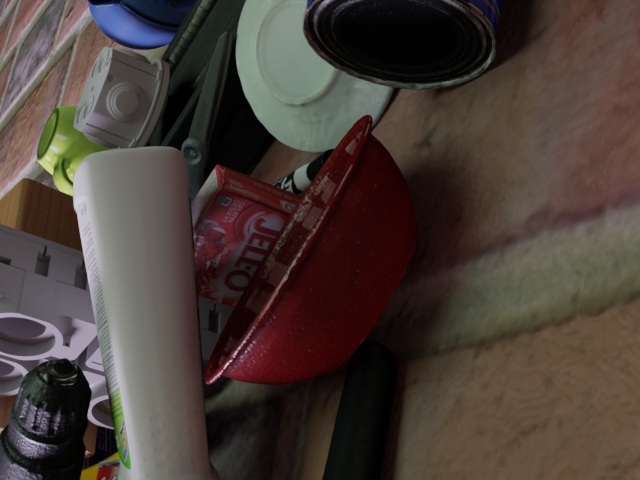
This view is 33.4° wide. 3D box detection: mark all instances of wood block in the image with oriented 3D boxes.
[{"bbox_3d":[-0.223,0.069,0.820,0.091,0.090,0.206,-33,46,40],"label":"wood block"}]

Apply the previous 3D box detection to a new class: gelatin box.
[{"bbox_3d":[-0.054,0.001,0.690,0.089,0.073,0.030,-52,31,30],"label":"gelatin box"}]

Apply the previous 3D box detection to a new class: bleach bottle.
[{"bbox_3d":[-0.094,0.079,0.607,0.103,0.068,0.251,131,132,-71],"label":"bleach bottle"}]

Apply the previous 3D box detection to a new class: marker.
[{"bbox_3d":[-0.020,-0.035,0.711,0.121,0.020,0.020,-26,49,54],"label":"marker"}]

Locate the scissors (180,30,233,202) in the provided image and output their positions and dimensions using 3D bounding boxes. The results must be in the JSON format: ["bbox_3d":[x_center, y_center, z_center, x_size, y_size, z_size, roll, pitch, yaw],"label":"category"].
[{"bbox_3d":[-0.108,-0.062,0.771,0.016,0.096,0.202,-58,-24,-56],"label":"scissors"}]

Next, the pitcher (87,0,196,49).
[{"bbox_3d":[-0.138,-0.246,0.971,0.243,0.149,0.145,-171,94,-73],"label":"pitcher"}]

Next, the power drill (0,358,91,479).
[{"bbox_3d":[-0.141,0.183,0.577,0.188,0.057,0.185,55,135,47],"label":"power drill"}]

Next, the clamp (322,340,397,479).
[{"bbox_3d":[-0.005,0.171,0.513,0.165,0.036,0.210,-52,27,33],"label":"clamp"}]

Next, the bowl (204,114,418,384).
[{"bbox_3d":[0.003,0.017,0.555,0.162,0.055,0.162,-57,7,11],"label":"bowl"}]

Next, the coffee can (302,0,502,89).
[{"bbox_3d":[0.052,-0.168,0.576,0.103,0.102,0.140,-22,52,56],"label":"coffee can"}]
